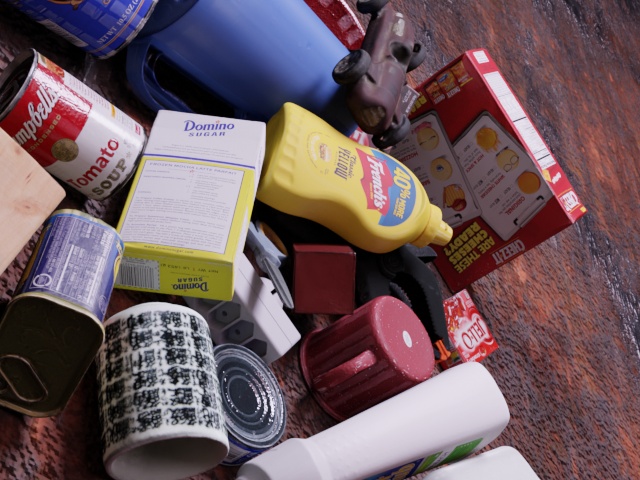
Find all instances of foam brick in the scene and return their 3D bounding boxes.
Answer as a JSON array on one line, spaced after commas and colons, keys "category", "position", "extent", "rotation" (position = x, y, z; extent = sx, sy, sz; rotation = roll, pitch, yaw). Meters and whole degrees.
[{"category": "foam brick", "position": [0.001, 0.031, 0.899], "extent": [0.078, 0.051, 0.053], "rotation": [-114, -153, -84]}]

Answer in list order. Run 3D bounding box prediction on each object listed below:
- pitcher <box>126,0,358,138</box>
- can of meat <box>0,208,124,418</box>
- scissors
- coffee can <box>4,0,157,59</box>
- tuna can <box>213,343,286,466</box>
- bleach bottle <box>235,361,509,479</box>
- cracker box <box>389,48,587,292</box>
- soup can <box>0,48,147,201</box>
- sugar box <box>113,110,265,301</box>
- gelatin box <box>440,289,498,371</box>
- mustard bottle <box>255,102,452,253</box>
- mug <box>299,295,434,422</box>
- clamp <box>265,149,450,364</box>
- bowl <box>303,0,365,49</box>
[{"category": "pitcher", "position": [-0.065, -0.169, 0.971], "extent": [0.242, 0.149, 0.145], "rotation": [36, 26, -43]}, {"category": "can of meat", "position": [-0.163, 0.043, 0.651], "extent": [0.057, 0.102, 0.084], "rotation": [24, 37, -15]}, {"category": "scissors", "position": [-0.056, 0.001, 0.849], "extent": [0.096, 0.016, 0.202], "rotation": [44, 5, -7]}, {"category": "coffee can", "position": [-0.207, -0.221, 0.835], "extent": [0.140, 0.103, 0.103], "rotation": [30, 39, -37]}, {"category": "tuna can", "position": [-0.065, 0.120, 0.784], "extent": [0.086, 0.034, 0.086], "rotation": [35, 36, -32]}, {"category": "bleach bottle", "position": [0.025, 0.162, 0.798], "extent": [0.250, 0.103, 0.068], "rotation": [-14, 68, -38]}, {"category": "cracker box", "position": [0.163, -0.077, 1.168], "extent": [0.214, 0.164, 0.072], "rotation": [59, 33, 4]}, {"category": "soup can", "position": [-0.185, -0.081, 0.770], "extent": [0.102, 0.069, 0.068], "rotation": [35, 36, -32]}, {"category": "sugar box", "position": [-0.099, -0.031, 0.826], "extent": [0.093, 0.048, 0.176], "rotation": [7, 39, 2]}, {"category": "gelatin box", "position": [0.143, 0.095, 1.109], "extent": [0.089, 0.030, 0.073], "rotation": [-17, 76, -58]}, {"category": "mustard bottle", "position": [0.035, -0.041, 0.945], "extent": [0.191, 0.058, 0.096], "rotation": [26, 49, -20]}, {"category": "mug", "position": [0.036, 0.101, 0.900], "extent": [0.117, 0.082, 0.093], "rotation": [-13, 73, -58]}, {"category": "clamp", "position": [0.047, 0.025, 0.980], "extent": [0.164, 0.036, 0.210], "rotation": [-20, 80, -39]}, {"category": "bowl", "position": [-0.012, -0.222, 1.162], "extent": [0.162, 0.055, 0.162], "rotation": [35, 36, -32]}]
